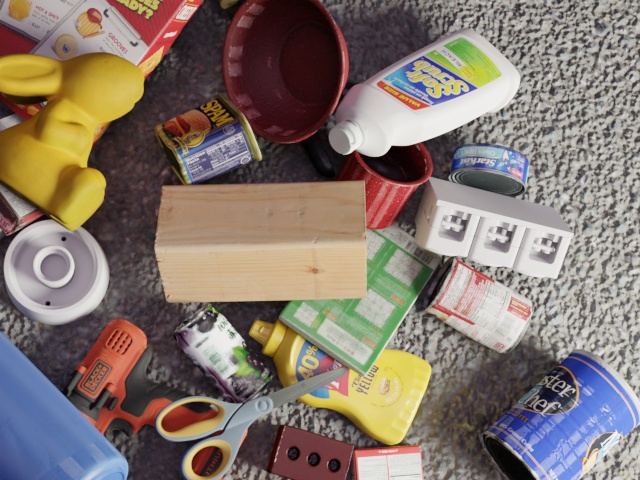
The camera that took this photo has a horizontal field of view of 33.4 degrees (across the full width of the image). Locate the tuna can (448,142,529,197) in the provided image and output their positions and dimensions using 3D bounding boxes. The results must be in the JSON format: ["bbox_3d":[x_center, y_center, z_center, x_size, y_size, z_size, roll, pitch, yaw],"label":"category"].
[{"bbox_3d":[0.186,-0.077,1.177,0.086,0.086,0.034,14,76,-6],"label":"tuna can"}]

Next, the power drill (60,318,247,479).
[{"bbox_3d":[-0.183,0.198,1.079,0.187,0.057,0.184,32,76,-2],"label":"power drill"}]

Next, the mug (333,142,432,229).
[{"bbox_3d":[0.066,-0.073,1.152,0.093,0.082,0.117,29,44,1],"label":"mug"}]

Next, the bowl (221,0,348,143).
[{"bbox_3d":[-0.026,-0.184,1.118,0.055,0.162,0.162,-14,79,-52],"label":"bowl"}]

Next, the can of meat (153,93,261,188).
[{"bbox_3d":[-0.121,-0.104,1.128,0.084,0.102,0.057,-26,122,-10],"label":"can of meat"}]

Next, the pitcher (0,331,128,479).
[{"bbox_3d":[-0.302,0.180,0.998,0.243,0.149,0.145,37,70,19],"label":"pitcher"}]

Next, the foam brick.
[{"bbox_3d":[-0.011,0.226,1.103,0.078,0.051,0.053,17,77,-6],"label":"foam brick"}]

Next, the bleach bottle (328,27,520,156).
[{"bbox_3d":[0.104,-0.145,1.134,0.102,0.068,0.250,46,49,12],"label":"bleach bottle"}]

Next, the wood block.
[{"bbox_3d":[-0.057,0.002,1.088,0.206,0.091,0.090,-1,50,1],"label":"wood block"}]

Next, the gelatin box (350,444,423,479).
[{"bbox_3d":[0.071,0.262,1.120,0.073,0.030,0.089,-2,79,-11],"label":"gelatin box"}]

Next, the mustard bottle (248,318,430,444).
[{"bbox_3d":[0.014,0.133,1.122,0.191,0.058,0.096,26,74,-3],"label":"mustard bottle"}]

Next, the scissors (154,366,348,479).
[{"bbox_3d":[-0.063,0.185,1.062,0.201,0.016,0.096,-6,77,-10],"label":"scissors"}]

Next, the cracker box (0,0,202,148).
[{"bbox_3d":[-0.250,-0.220,1.104,0.164,0.072,0.214,40,102,0],"label":"cracker box"}]

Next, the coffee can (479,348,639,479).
[{"bbox_3d":[0.253,0.197,1.124,0.140,0.103,0.103,-38,87,-14],"label":"coffee can"}]

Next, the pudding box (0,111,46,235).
[{"bbox_3d":[-0.317,-0.071,1.101,0.113,0.039,0.089,53,40,2],"label":"pudding box"}]

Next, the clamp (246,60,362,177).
[{"bbox_3d":[-0.024,-0.149,1.183,0.171,0.039,0.120,25,72,3],"label":"clamp"}]

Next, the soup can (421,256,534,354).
[{"bbox_3d":[0.170,0.071,1.154,0.102,0.068,0.068,29,76,-3],"label":"soup can"}]
